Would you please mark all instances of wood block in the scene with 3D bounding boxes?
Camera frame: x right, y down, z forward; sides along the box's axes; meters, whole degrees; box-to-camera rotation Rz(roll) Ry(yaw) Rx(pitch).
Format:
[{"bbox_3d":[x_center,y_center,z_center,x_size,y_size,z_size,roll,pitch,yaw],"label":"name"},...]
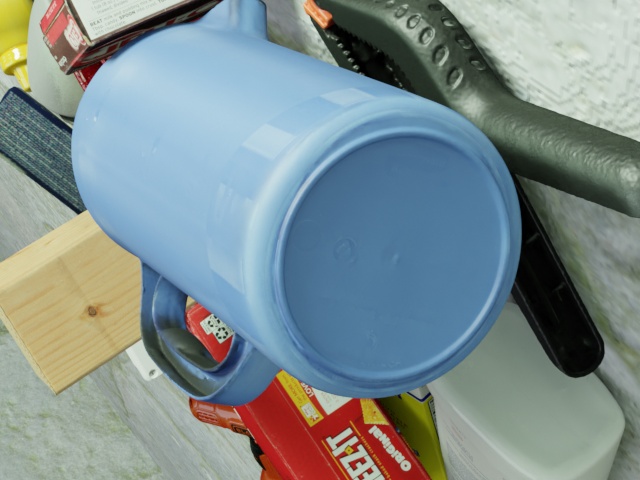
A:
[{"bbox_3d":[-0.140,0.014,0.803,0.091,0.205,0.090,62,161,-16],"label":"wood block"}]

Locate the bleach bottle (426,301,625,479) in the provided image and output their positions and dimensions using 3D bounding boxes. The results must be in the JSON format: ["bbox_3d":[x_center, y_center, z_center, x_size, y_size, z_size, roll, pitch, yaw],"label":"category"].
[{"bbox_3d":[0.110,0.139,0.619,0.103,0.068,0.251,46,162,28],"label":"bleach bottle"}]

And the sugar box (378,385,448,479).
[{"bbox_3d":[0.051,0.083,0.662,0.093,0.048,0.176,38,163,35],"label":"sugar box"}]

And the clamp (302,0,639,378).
[{"bbox_3d":[0.065,-0.038,0.465,0.210,0.036,0.164,48,162,30],"label":"clamp"}]

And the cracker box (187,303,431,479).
[{"bbox_3d":[-0.010,0.116,0.694,0.164,0.072,0.214,54,170,12],"label":"cracker box"}]

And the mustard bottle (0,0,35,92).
[{"bbox_3d":[-0.278,-0.219,0.920,0.096,0.058,0.191,145,106,-73],"label":"mustard bottle"}]

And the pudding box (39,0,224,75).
[{"bbox_3d":[-0.090,-0.132,0.575,0.039,0.113,0.090,63,161,-10],"label":"pudding box"}]

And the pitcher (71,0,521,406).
[{"bbox_3d":[-0.023,-0.012,0.467,0.149,0.145,0.243,64,166,-23],"label":"pitcher"}]
